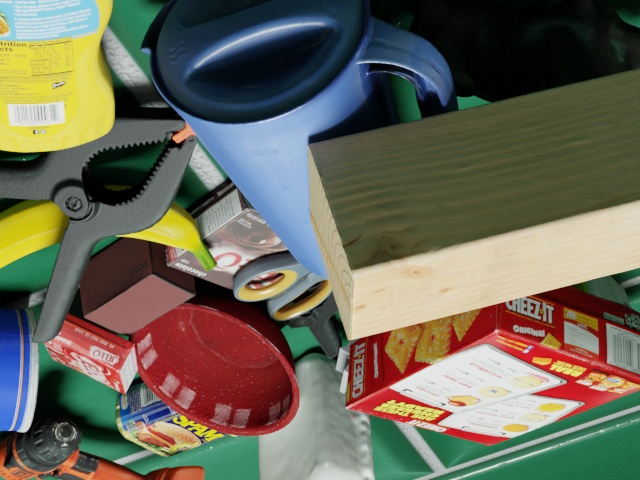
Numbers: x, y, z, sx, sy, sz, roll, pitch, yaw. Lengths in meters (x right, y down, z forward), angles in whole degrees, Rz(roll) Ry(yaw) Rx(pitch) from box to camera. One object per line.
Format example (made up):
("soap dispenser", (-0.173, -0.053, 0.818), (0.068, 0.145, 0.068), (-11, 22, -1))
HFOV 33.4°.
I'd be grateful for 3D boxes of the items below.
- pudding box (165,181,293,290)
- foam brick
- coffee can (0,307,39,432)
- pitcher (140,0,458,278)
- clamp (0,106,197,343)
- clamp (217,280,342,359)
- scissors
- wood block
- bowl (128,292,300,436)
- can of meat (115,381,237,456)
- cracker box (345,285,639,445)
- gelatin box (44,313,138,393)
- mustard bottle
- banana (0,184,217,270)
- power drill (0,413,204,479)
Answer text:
("pudding box", (-0.056, 0.001, 0.858), (0.090, 0.039, 0.113), (-34, 141, 27))
("foam brick", (-0.148, 0.033, 0.859), (0.078, 0.053, 0.051), (-30, 143, 23))
("coffee can", (-0.306, 0.103, 0.860), (0.140, 0.103, 0.103), (4, 142, -24))
("pitcher", (0.004, -0.068, 0.698), (0.145, 0.149, 0.242), (-34, 148, -1))
("clamp", (-0.177, -0.037, 0.735), (0.210, 0.036, 0.164), (-36, 114, 16))
("clamp", (-0.030, 0.062, 0.957), (0.120, 0.039, 0.171), (-8, 145, -14))
("scissors", (0.005, 0.005, 0.838), (0.096, 0.016, 0.202), (9, 140, -35))
("wood block", (0.104, -0.021, 0.625), (0.206, 0.091, 0.090), (-14, 152, -7))
("bowl", (-0.084, 0.098, 0.937), (0.162, 0.055, 0.162), (14, 134, 15))
("can of meat", (-0.141, 0.169, 1.054), (0.084, 0.057, 0.102), (-23, 144, 18))
("cracker box", (0.145, 0.102, 0.908), (0.164, 0.072, 0.214), (19, 149, -24))
("gelatin box", (-0.194, 0.095, 0.903), (0.073, 0.030, 0.089), (25, 160, 2))
("mustard bottle", (-0.168, -0.133, 0.611), (0.096, 0.058, 0.192), (-3, 145, -13))
("banana", (-0.177, -0.006, 0.789), (0.197, 0.069, 0.037), (-2, -171, -3))
("power drill", (-0.212, 0.220, 1.039), (0.187, 0.057, 0.185), (25, 153, -21))
